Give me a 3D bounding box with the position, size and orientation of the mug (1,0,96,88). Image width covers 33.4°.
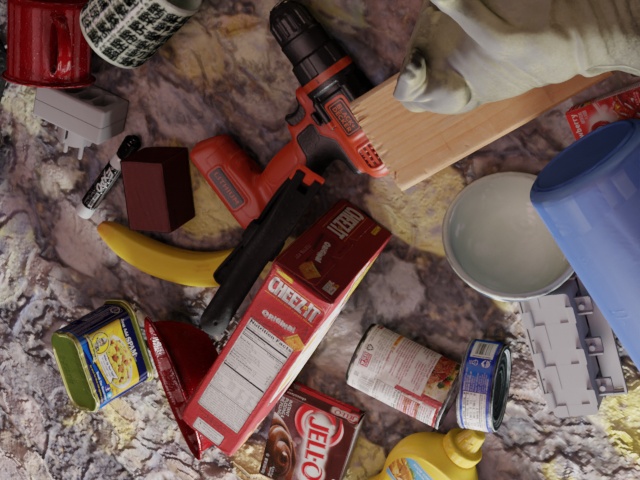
[{"bbox_3d":[-0.264,-0.197,1.050,0.117,0.093,0.081,-137,49,-59],"label":"mug"}]

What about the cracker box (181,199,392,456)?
[{"bbox_3d":[-0.034,0.080,1.023,0.072,0.164,0.214,36,122,5],"label":"cracker box"}]

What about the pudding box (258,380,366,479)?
[{"bbox_3d":[-0.009,0.217,1.141,0.090,0.039,0.114,22,119,15],"label":"pudding box"}]

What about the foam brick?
[{"bbox_3d":[-0.167,-0.053,1.095,0.051,0.052,0.078,6,113,23],"label":"foam brick"}]

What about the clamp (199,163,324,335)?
[{"bbox_3d":[-0.056,0.001,0.988,0.039,0.120,0.171,34,100,-17],"label":"clamp"}]

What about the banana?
[{"bbox_3d":[-0.146,0.015,1.122,0.198,0.037,0.069,4,112,26],"label":"banana"}]

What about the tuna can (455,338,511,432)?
[{"bbox_3d":[0.154,0.136,1.003,0.034,0.086,0.086,7,114,21],"label":"tuna can"}]

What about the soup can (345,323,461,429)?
[{"bbox_3d":[0.083,0.132,1.045,0.102,0.068,0.069,25,119,14],"label":"soup can"}]

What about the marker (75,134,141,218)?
[{"bbox_3d":[-0.225,-0.068,1.135,0.020,0.020,0.121,44,122,3],"label":"marker"}]

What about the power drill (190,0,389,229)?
[{"bbox_3d":[-0.034,-0.108,1.006,0.188,0.057,0.184,-33,95,32],"label":"power drill"}]

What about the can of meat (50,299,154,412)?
[{"bbox_3d":[-0.242,0.128,1.181,0.058,0.083,0.102,0,112,42],"label":"can of meat"}]

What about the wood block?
[{"bbox_3d":[0.140,-0.135,0.894,0.206,0.090,0.091,-28,96,32],"label":"wood block"}]

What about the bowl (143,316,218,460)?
[{"bbox_3d":[-0.134,0.148,1.134,0.162,0.055,0.162,160,90,-73],"label":"bowl"}]

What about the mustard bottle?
[{"bbox_3d":[0.104,0.251,1.091,0.096,0.058,0.192,42,122,8],"label":"mustard bottle"}]
